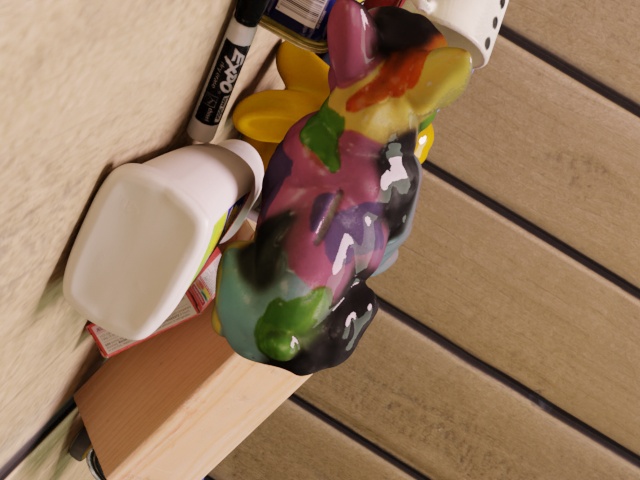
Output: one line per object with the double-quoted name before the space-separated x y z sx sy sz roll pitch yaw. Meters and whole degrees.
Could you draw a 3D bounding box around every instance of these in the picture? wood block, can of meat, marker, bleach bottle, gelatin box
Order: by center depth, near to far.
"marker" -0.056 -0.110 0.654 0.020 0.020 0.121 -55 175 -49
"can of meat" 0.006 -0.174 0.668 0.084 0.057 0.102 -62 175 28
"bleach bottle" -0.082 -0.025 0.702 0.103 0.068 0.250 -60 179 20
"gelatin box" -0.114 0.044 0.769 0.089 0.030 0.073 -26 -169 22
"wood block" -0.083 0.096 0.833 0.206 0.091 0.090 -45 139 13

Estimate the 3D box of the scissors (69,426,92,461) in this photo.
"scissors" -0.190 0.149 1.061 0.096 0.016 0.201 -60 177 25
